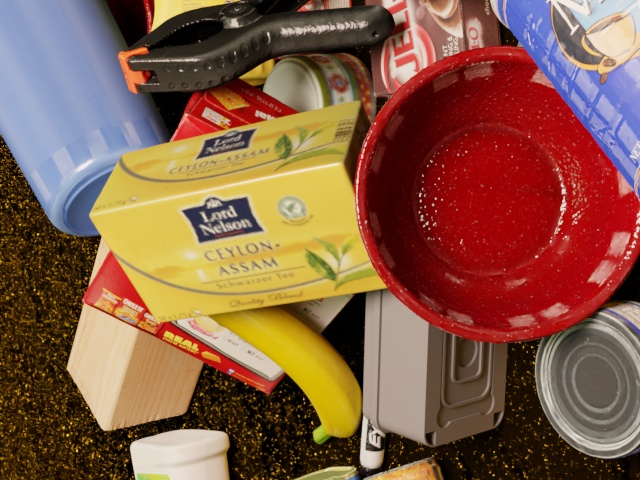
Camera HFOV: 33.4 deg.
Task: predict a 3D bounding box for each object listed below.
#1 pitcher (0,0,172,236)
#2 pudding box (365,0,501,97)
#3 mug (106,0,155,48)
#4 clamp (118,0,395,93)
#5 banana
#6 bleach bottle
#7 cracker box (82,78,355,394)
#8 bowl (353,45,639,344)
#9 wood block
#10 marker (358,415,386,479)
[{"bbox_3d":[-0.204,-0.122,0.848,0.145,0.149,0.243,-44,64,29],"label":"pitcher"},{"bbox_3d":[0.069,-0.152,0.680,0.090,0.039,0.113,-2,93,54],"label":"pudding box"},{"bbox_3d":[-0.129,-0.188,0.898,0.093,0.081,0.117,38,124,43],"label":"mug"},{"bbox_3d":[-0.040,-0.131,0.682,0.120,0.171,0.039,40,155,53],"label":"clamp"},{"bbox_3d":[-0.020,0.088,0.760,0.070,0.197,0.037,-19,37,22],"label":"banana"},{"bbox_3d":[-0.109,0.301,0.960,0.103,0.067,0.251,-11,89,53],"label":"bleach bottle"},{"bbox_3d":[-0.055,0.001,0.766,0.214,0.164,0.072,-53,14,42],"label":"cracker box"},{"bbox_3d":[0.099,-0.025,0.602,0.055,0.162,0.162,64,-161,-89],"label":"bowl"},{"bbox_3d":[-0.150,0.060,0.954,0.090,0.090,0.206,49,130,36],"label":"wood block"},{"bbox_3d":[0.039,0.133,0.775,0.020,0.020,0.121,22,112,49],"label":"marker"}]
